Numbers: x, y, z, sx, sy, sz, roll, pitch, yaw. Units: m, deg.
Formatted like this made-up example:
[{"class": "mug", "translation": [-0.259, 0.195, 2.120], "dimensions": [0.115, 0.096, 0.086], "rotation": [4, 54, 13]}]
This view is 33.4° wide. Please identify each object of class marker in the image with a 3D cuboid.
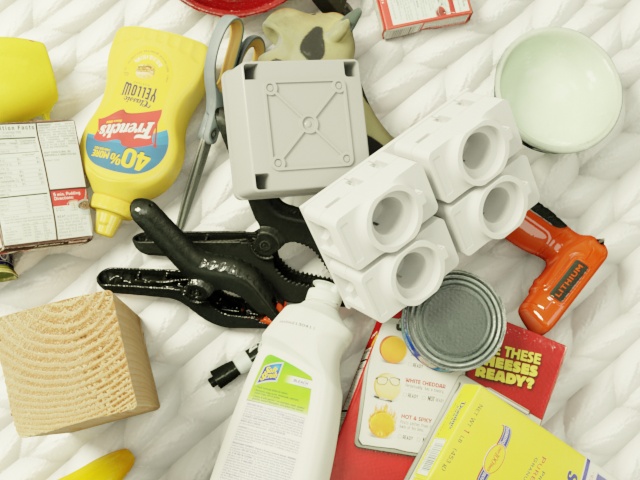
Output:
[{"class": "marker", "translation": [-0.049, 0.098, 0.969], "dimensions": [0.121, 0.020, 0.020], "rotation": [-32, 85, -8]}]

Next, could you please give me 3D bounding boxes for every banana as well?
[{"class": "banana", "translation": [-0.260, 0.222, 0.927], "dimensions": [0.197, 0.037, 0.069], "rotation": [-3, 82, -4]}]

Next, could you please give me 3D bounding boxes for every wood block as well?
[{"class": "wood block", "translation": [-0.190, 0.104, 0.864], "dimensions": [0.090, 0.206, 0.091], "rotation": [-14, 82, -6]}]

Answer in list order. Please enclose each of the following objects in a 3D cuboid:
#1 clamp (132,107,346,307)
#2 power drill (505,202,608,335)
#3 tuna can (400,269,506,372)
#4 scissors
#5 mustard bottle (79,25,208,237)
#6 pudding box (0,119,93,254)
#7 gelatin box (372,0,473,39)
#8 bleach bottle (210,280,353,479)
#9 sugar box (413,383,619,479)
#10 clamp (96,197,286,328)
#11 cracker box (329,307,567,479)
[{"class": "clamp", "translation": [-0.056, 0.001, 0.958], "dimensions": [0.210, 0.036, 0.165], "rotation": [39, 117, -11]}, {"class": "power drill", "translation": [0.151, 0.001, 0.978], "dimensions": [0.187, 0.057, 0.184], "rotation": [41, 81, 3]}, {"class": "tuna can", "translation": [0.112, 0.069, 0.906], "dimensions": [0.086, 0.034, 0.086], "rotation": [1, 80, -6]}, {"class": "scissors", "translation": [-0.091, -0.110, 0.992], "dimensions": [0.016, 0.096, 0.202], "rotation": [21, 111, 24]}, {"class": "mustard bottle", "translation": [-0.167, -0.095, 0.970], "dimensions": [0.096, 0.058, 0.191], "rotation": [15, 81, 13]}, {"class": "pudding box", "translation": [-0.252, -0.047, 0.932], "dimensions": [0.089, 0.039, 0.113], "rotation": [-8, 84, -38]}, {"class": "gelatin box", "translation": [0.095, -0.239, 1.026], "dimensions": [0.089, 0.030, 0.073], "rotation": [-12, 81, -6]}, {"class": "bleach bottle", "translation": [-0.023, 0.154, 0.892], "dimensions": [0.103, 0.068, 0.250], "rotation": [11, 70, 21]}, {"class": "sugar box", "translation": [0.173, 0.204, 0.886], "dimensions": [0.176, 0.048, 0.093], "rotation": [33, 78, -7]}, {"class": "clamp", "translation": [-0.116, 0.038, 0.950], "dimensions": [0.171, 0.120, 0.039], "rotation": [33, 49, -14]}, {"class": "cracker box", "translation": [0.101, 0.165, 0.943], "dimensions": [0.164, 0.072, 0.213], "rotation": [22, 79, -2]}]
